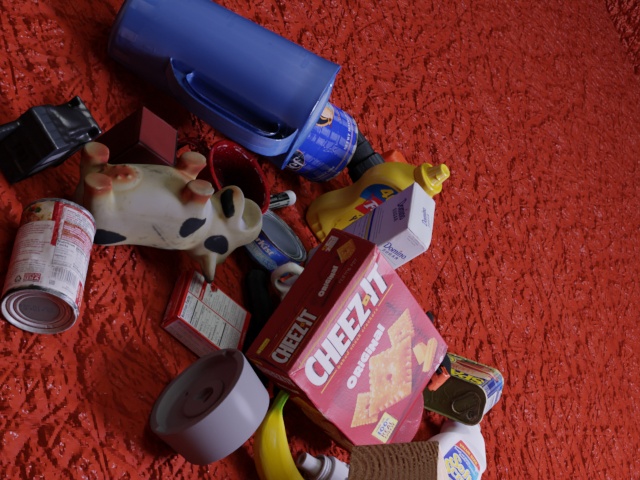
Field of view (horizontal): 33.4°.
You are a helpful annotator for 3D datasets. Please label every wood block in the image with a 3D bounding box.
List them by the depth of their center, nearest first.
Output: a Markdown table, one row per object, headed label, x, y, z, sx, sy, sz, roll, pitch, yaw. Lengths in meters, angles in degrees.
| label | x | y | z | sx | sy | sz | roll | pitch | yaw |
| --- | --- | --- | --- | --- | --- | --- | --- | --- | --- |
| wood block | 0.093 | 0.305 | 1.082 | 0.090 | 0.091 | 0.206 | -80 | 159 | -50 |

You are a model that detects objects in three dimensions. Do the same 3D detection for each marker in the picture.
| label | x | y | z | sx | sy | sz | roll | pitch | yaw |
| --- | --- | --- | --- | --- | --- | --- | --- | --- | --- |
| marker | -0.068 | -0.044 | 1.290 | 0.120 | 0.020 | 0.020 | -19 | 81 | -58 |

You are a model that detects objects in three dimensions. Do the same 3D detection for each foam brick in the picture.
| label | x | y | z | sx | sy | sz | roll | pitch | yaw |
| --- | --- | --- | --- | --- | --- | --- | --- | --- | --- |
| foam brick | -0.191 | -0.088 | 1.092 | 0.053 | 0.078 | 0.051 | 36 | 38 | -38 |

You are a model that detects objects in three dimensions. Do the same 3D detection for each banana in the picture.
| label | x | y | z | sx | sy | sz | roll | pitch | yaw |
| --- | --- | --- | --- | --- | --- | --- | --- | --- | --- |
| banana | -0.017 | 0.247 | 1.080 | 0.197 | 0.069 | 0.037 | 62 | -2 | -21 |

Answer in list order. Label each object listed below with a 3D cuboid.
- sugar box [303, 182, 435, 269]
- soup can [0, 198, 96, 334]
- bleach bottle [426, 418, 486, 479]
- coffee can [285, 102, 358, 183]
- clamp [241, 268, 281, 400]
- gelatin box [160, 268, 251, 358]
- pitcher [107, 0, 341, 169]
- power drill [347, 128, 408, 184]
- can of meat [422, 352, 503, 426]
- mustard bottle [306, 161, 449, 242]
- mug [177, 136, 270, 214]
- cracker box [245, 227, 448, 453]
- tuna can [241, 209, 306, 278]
| label | x | y | z | sx | sy | sz | roll | pitch | yaw |
| --- | --- | --- | --- | --- | --- | --- | --- | --- | --- |
| sugar box | 0.055 | 0.011 | 1.269 | 0.048 | 0.176 | 0.093 | 45 | 34 | -23 |
| soup can | -0.239 | 0.022 | 0.939 | 0.068 | 0.069 | 0.102 | 36 | 39 | -34 |
| bleach bottle | 0.147 | 0.280 | 1.295 | 0.102 | 0.068 | 0.250 | 58 | 29 | -6 |
| coffee can | -0.036 | -0.143 | 1.339 | 0.140 | 0.103 | 0.103 | 26 | 45 | -44 |
| clamp | -0.057 | 0.107 | 1.165 | 0.120 | 0.039 | 0.171 | 46 | 26 | -11 |
| gelatin box | -0.118 | 0.083 | 1.102 | 0.089 | 0.030 | 0.073 | 41 | 36 | -24 |
| pitcher | -0.111 | -0.188 | 1.177 | 0.243 | 0.145 | 0.149 | 29 | -8 | -2 |
| power drill | 0.088 | -0.081 | 1.470 | 0.184 | 0.057 | 0.187 | 58 | 16 | 0 |
| can of meat | 0.178 | 0.189 | 1.382 | 0.083 | 0.102 | 0.057 | -19 | 124 | -61 |
| mustard bottle | 0.081 | -0.047 | 1.339 | 0.096 | 0.192 | 0.058 | 46 | 36 | -22 |
| mug | -0.123 | -0.059 | 1.162 | 0.117 | 0.082 | 0.093 | 51 | 32 | -16 |
| cracker box | 0.038 | 0.117 | 1.128 | 0.164 | 0.072 | 0.213 | -56 | 138 | -17 |
| tuna can | -0.058 | 0.002 | 1.229 | 0.086 | 0.034 | 0.086 | 42 | 17 | -16 |
